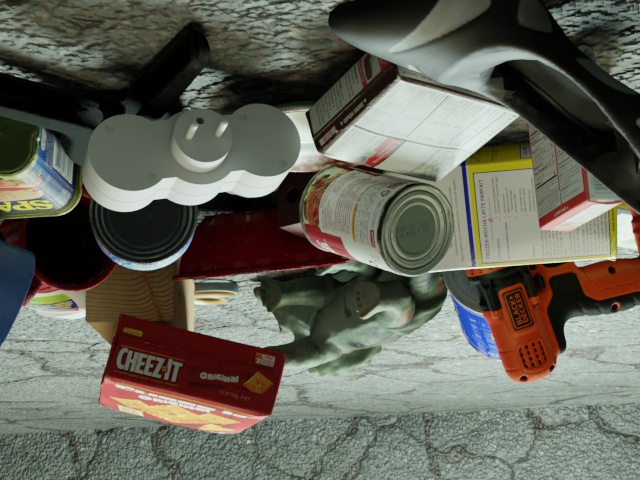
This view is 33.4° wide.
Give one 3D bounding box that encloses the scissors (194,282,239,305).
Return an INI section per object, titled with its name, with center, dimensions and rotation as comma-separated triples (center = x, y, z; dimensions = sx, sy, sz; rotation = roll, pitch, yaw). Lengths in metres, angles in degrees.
[scissors]
center = -0.198, 0.067, 1.313
dimensions = 0.202, 0.016, 0.096
rotation = -2, 165, 4

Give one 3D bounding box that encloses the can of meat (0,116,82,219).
[can of meat]
center = -0.237, -0.056, 0.779
dimensions = 0.102, 0.057, 0.084
rotation = -3, 163, 8

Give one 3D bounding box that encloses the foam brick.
[foam brick]
center = 0.009, -0.036, 0.876
dimensions = 0.078, 0.053, 0.051
rotation = -13, 161, 35

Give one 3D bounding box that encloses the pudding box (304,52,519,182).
[pudding box]
center = 0.062, -0.083, 0.696
dimensions = 0.113, 0.039, 0.090
rotation = 8, 145, -37

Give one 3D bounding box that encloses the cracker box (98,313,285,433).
[cracker box]
center = -0.139, 0.144, 1.094
dimensions = 0.164, 0.072, 0.214
rotation = 14, 163, -9

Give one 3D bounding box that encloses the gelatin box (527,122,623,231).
[gelatin box]
center = 0.175, -0.058, 0.735
dimensions = 0.030, 0.089, 0.073
rotation = 1, 165, -15

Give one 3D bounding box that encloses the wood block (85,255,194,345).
[wood block]
center = -0.191, 0.064, 1.159
dimensions = 0.090, 0.091, 0.206
rotation = -1, 165, -1

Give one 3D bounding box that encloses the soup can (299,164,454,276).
[soup can]
center = 0.040, -0.016, 0.775
dimensions = 0.068, 0.068, 0.102
rotation = 10, -175, -35

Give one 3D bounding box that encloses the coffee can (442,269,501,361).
[coffee can]
center = 0.176, 0.047, 1.023
dimensions = 0.103, 0.103, 0.140
rotation = -5, 155, 13

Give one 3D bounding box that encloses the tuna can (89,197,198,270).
[tuna can]
center = -0.143, -0.019, 0.863
dimensions = 0.086, 0.086, 0.034
rotation = 1, 166, -8

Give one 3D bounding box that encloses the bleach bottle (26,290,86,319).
[bleach bottle]
center = -0.281, 0.046, 1.145
dimensions = 0.102, 0.068, 0.251
rotation = -1, 167, 1

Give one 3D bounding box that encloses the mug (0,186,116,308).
[mug]
center = -0.239, 0.012, 0.931
dimensions = 0.093, 0.117, 0.082
rotation = 40, 151, -25

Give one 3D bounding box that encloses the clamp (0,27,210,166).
[clamp]
center = -0.149, -0.081, 0.721
dimensions = 0.164, 0.036, 0.210
rotation = -4, 164, -2

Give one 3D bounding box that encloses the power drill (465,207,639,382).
[power drill]
center = 0.216, 0.009, 0.913
dimensions = 0.187, 0.184, 0.057
rotation = -19, -175, -2

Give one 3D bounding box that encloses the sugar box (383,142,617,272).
[sugar box]
center = 0.143, -0.027, 0.843
dimensions = 0.176, 0.093, 0.048
rotation = -3, -156, 14

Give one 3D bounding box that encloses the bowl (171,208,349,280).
[bowl]
center = -0.056, 0.001, 0.962
dimensions = 0.162, 0.055, 0.162
rotation = -6, 180, 0
